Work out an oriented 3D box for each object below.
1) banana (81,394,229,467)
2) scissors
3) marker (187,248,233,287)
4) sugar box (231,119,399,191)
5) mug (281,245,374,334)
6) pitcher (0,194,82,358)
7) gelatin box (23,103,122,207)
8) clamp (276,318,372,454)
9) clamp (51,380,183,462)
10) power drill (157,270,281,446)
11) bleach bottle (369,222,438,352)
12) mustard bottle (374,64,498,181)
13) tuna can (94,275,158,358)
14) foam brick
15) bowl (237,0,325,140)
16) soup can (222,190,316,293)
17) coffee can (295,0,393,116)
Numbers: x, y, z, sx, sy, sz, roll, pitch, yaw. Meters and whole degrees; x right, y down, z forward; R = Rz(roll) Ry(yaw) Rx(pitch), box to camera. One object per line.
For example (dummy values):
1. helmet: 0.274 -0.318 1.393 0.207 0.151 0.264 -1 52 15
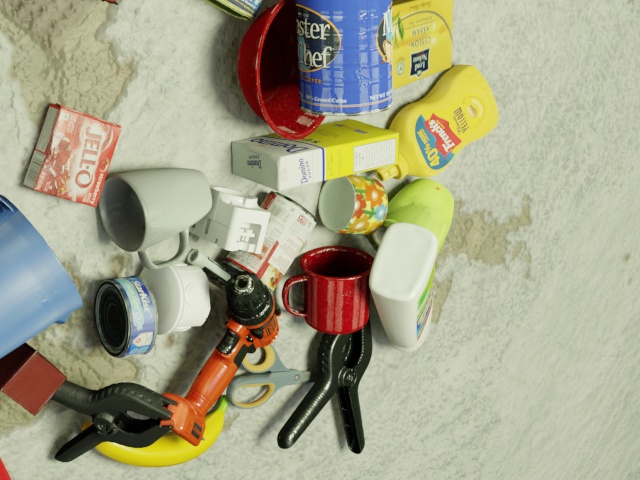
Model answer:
1. banana: -0.186 0.229 1.240 0.197 0.037 0.069 -6 79 -42
2. scissors: -0.040 0.155 1.344 0.201 0.016 0.096 -15 107 -43
3. marker: -0.109 0.046 1.245 0.121 0.020 0.020 39 80 -41
4. sugar box: -0.005 -0.101 1.229 0.175 0.093 0.048 -13 113 -37
5. mug: 0.009 0.064 1.309 0.117 0.093 0.081 -8 116 -19
6. pitcher: -0.356 0.067 0.978 0.242 0.145 0.149 -37 89 -20
7. gelatin box: -0.248 -0.086 1.074 0.073 0.030 0.089 17 95 -42
8. clamp: 0.017 0.177 1.370 0.164 0.036 0.210 6 95 -50
9. clamp: -0.226 0.193 1.127 0.039 0.172 0.120 -67 157 -49
10. power drill: -0.114 0.131 1.185 0.187 0.057 0.184 -53 163 -15
11. bleach bottle: 0.113 0.074 1.359 0.251 0.068 0.102 71 39 -65
12. mustard bottle: 0.141 -0.136 1.360 0.191 0.058 0.096 -40 120 -22
13. tuna can: -0.207 0.081 1.132 0.033 0.086 0.086 -6 110 -37
14. foam brick: -0.304 0.131 1.075 0.051 0.078 0.053 -51 130 -16
15. bowl: -0.042 -0.193 1.173 0.161 0.055 0.162 -24 119 -53
16. soup can: -0.058 0.002 1.239 0.068 0.069 0.102 40 78 -41
17. coffee can: 0.025 -0.211 1.123 0.102 0.103 0.140 -17 116 -35
